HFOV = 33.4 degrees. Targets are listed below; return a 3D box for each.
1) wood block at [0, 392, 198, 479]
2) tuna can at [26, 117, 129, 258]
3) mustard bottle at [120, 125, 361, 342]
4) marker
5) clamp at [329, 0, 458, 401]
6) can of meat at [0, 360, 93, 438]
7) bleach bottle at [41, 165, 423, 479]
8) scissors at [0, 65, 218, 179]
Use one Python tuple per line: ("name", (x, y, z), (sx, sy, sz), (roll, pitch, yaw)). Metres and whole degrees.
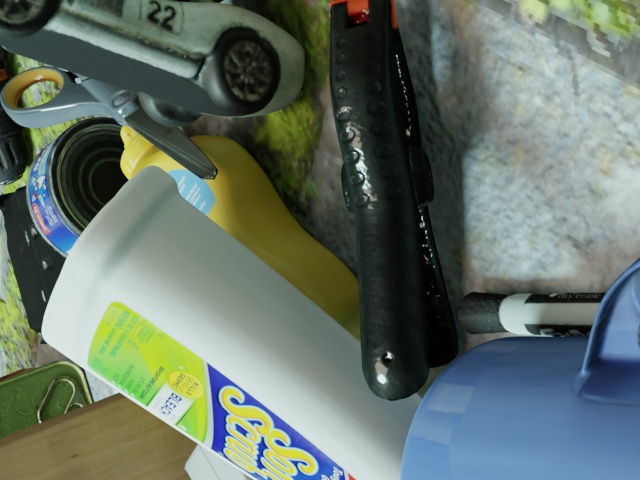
("wood block", (-0.142, 0.148, 0.625), (0.091, 0.205, 0.090), (-20, 89, 52))
("tuna can", (-0.128, -0.029, 0.633), (0.034, 0.085, 0.086), (-26, 84, 51))
("mustard bottle", (-0.053, 0.001, 0.575), (0.192, 0.058, 0.096), (50, 136, 25))
("marker", (0.101, 0.030, 0.427), (0.121, 0.020, 0.020), (-3, 102, 52))
("clamp", (0.027, -0.017, 0.437), (0.039, 0.120, 0.171), (-12, 96, 8))
("can of meat", (-0.241, 0.134, 0.831), (0.084, 0.101, 0.057), (-15, 94, 55))
("bleach bottle", (0.001, 0.078, 0.467), (0.251, 0.068, 0.103), (35, 142, -1))
("scissors", (-0.126, -0.068, 0.593), (0.016, 0.096, 0.202), (59, 180, -43))
